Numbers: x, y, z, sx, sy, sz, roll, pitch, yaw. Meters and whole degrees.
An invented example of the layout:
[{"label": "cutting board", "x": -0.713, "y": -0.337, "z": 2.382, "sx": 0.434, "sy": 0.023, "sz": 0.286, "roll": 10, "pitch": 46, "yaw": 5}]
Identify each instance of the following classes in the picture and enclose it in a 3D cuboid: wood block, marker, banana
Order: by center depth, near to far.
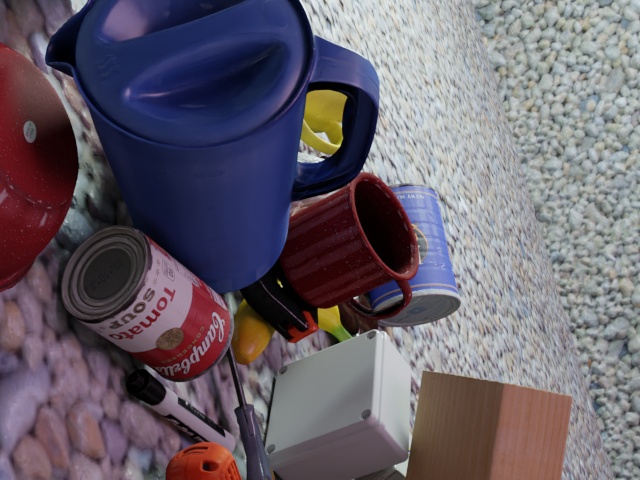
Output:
[{"label": "marker", "x": -0.095, "y": 0.120, "z": 0.735, "sx": 0.121, "sy": 0.020, "sz": 0.020, "roll": 50, "pitch": 29, "yaw": -48}, {"label": "wood block", "x": 0.124, "y": 0.213, "z": 0.839, "sx": 0.090, "sy": 0.091, "sz": 0.206, "roll": 16, "pitch": 81, "yaw": -39}, {"label": "banana", "x": -0.028, "y": 0.065, "z": 0.917, "sx": 0.070, "sy": 0.037, "sz": 0.197, "roll": 53, "pitch": 23, "yaw": 18}]

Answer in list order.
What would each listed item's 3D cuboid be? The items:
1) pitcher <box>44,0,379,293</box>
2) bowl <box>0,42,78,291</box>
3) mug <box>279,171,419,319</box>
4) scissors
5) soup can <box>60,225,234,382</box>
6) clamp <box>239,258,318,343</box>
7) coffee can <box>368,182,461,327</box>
[{"label": "pitcher", "x": -0.063, "y": -0.057, "z": 0.679, "sx": 0.149, "sy": 0.145, "sz": 0.243, "roll": 45, "pitch": -19, "yaw": 17}, {"label": "bowl", "x": -0.183, "y": -0.054, "z": 0.590, "sx": 0.162, "sy": 0.055, "sz": 0.162, "roll": -17, "pitch": 90, "yaw": -71}, {"label": "mug", "x": 0.026, "y": 0.013, "z": 0.852, "sx": 0.117, "sy": 0.082, "sz": 0.093, "roll": 55, "pitch": 29, "yaw": -15}, {"label": "scissors", "x": -0.054, "y": 0.145, "z": 0.788, "sx": 0.096, "sy": 0.016, "sz": 0.202, "roll": -97, "pitch": 172, "yaw": -79}, {"label": "soup can", "x": -0.110, "y": 0.042, "z": 0.687, "sx": 0.102, "sy": 0.069, "sz": 0.068, "roll": 47, "pitch": 32, "yaw": -51}, {"label": "clamp", "x": -0.056, "y": 0.001, "z": 0.862, "sx": 0.120, "sy": 0.039, "sz": 0.171, "roll": -3, "pitch": 63, "yaw": -43}, {"label": "coffee can", "x": 0.099, "y": 0.018, "z": 1.240, "sx": 0.102, "sy": 0.103, "sz": 0.140, "roll": 37, "pitch": 39, "yaw": -59}]
